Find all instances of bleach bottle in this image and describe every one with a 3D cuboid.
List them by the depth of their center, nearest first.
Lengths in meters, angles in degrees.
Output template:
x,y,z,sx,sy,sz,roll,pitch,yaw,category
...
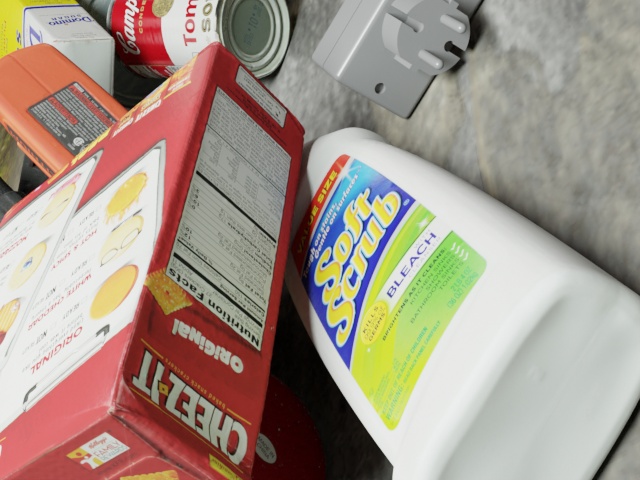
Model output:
x,y,z,sx,sy,sz,roll,pitch,yaw,category
0.026,0.016,0.442,0.102,0.068,0.251,-60,28,6,bleach bottle

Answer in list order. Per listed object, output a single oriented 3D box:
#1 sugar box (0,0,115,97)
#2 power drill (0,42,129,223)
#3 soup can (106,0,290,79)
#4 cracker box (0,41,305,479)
x,y,z,sx,sy,sz,roll,pitch,yaw,category
-0.190,-0.123,0.725,0.176,0.048,0.093,46,137,49,sugar box
-0.166,-0.027,0.639,0.057,0.184,0.188,-43,-12,-34,power drill
-0.079,-0.137,0.687,0.102,0.068,0.068,9,75,38,soup can
-0.091,0.037,0.446,0.164,0.072,0.213,-33,31,29,cracker box
